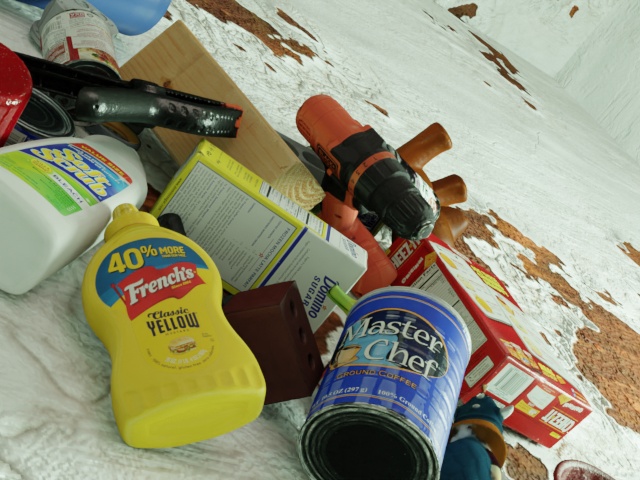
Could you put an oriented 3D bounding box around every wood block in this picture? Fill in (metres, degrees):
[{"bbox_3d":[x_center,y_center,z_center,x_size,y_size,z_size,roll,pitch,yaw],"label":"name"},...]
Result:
[{"bbox_3d":[-0.098,-0.100,1.018,0.206,0.091,0.090,51,1,25],"label":"wood block"}]

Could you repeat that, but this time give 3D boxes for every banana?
[{"bbox_3d":[0.066,0.087,0.942,0.070,0.037,0.197,54,4,29],"label":"banana"}]

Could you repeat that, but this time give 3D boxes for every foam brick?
[{"bbox_3d":[-0.036,0.076,0.800,0.053,0.051,0.078,-54,129,-68],"label":"foam brick"}]

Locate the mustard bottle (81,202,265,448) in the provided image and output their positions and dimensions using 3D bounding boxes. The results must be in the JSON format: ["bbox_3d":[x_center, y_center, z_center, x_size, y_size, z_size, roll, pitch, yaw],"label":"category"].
[{"bbox_3d":[-0.111,0.046,0.730,0.096,0.058,0.192,-11,50,-20],"label":"mustard bottle"}]

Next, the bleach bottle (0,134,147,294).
[{"bbox_3d":[-0.198,-0.041,0.814,0.102,0.068,0.250,39,18,-3],"label":"bleach bottle"}]

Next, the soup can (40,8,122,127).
[{"bbox_3d":[-0.218,-0.159,0.971,0.068,0.069,0.102,24,27,-33],"label":"soup can"}]

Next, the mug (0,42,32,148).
[{"bbox_3d":[-0.259,-0.105,0.790,0.093,0.082,0.117,39,31,-1],"label":"mug"}]

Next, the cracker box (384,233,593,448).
[{"bbox_3d":[0.164,0.097,1.097,0.164,0.072,0.214,31,19,-40],"label":"cracker box"}]

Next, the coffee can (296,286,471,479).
[{"bbox_3d":[0.051,0.115,0.792,0.103,0.103,0.140,36,36,-7],"label":"coffee can"}]

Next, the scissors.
[{"bbox_3d":[-0.244,-0.133,0.994,0.201,0.016,0.096,20,27,-39],"label":"scissors"}]

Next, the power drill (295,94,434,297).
[{"bbox_3d":[0.042,-0.027,1.029,0.057,0.188,0.185,-26,58,-19],"label":"power drill"}]

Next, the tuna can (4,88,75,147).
[{"bbox_3d":[-0.248,-0.099,0.889,0.086,0.034,0.086,33,21,-15],"label":"tuna can"}]

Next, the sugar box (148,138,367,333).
[{"bbox_3d":[-0.056,0.001,0.916,0.176,0.093,0.048,34,21,-13],"label":"sugar box"}]

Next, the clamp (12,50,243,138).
[{"bbox_3d":[-0.146,-0.112,0.878,0.209,0.036,0.165,9,14,-35],"label":"clamp"}]
